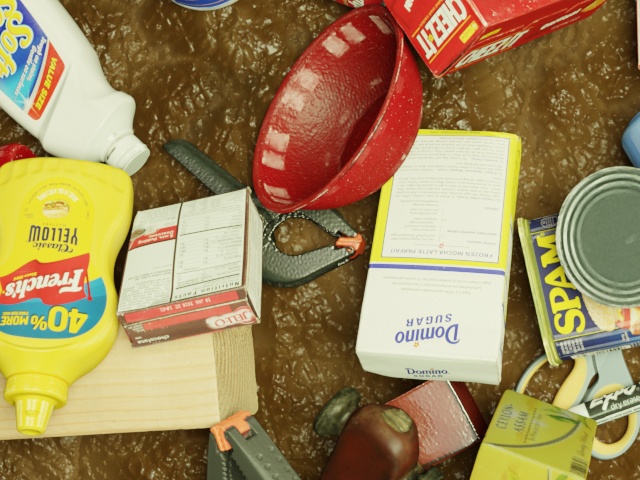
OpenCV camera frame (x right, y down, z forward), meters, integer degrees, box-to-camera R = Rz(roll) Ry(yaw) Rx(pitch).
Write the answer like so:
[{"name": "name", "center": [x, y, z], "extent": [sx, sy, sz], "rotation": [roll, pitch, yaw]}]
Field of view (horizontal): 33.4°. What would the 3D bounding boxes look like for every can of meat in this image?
[{"name": "can of meat", "center": [0.185, 0.026, 0.715], "extent": [0.084, 0.057, 0.102], "rotation": [-14, 76, 16]}]

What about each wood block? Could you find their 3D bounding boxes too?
[{"name": "wood block", "center": [-0.160, 0.096, 0.794], "extent": [0.206, 0.090, 0.090], "rotation": [-6, 86, 13]}]

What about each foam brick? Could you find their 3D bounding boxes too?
[{"name": "foam brick", "center": [0.080, 0.123, 0.740], "extent": [0.053, 0.078, 0.051], "rotation": [-30, 81, 9]}]

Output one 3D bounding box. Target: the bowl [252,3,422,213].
[{"name": "bowl", "center": [0.021, -0.082, 0.749], "extent": [0.055, 0.162, 0.162], "rotation": [28, 96, -29]}]

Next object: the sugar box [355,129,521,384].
[{"name": "sugar box", "center": [0.083, 0.007, 0.725], "extent": [0.093, 0.048, 0.176], "rotation": [3, 63, 15]}]

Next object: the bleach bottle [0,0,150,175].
[{"name": "bleach bottle", "center": [-0.225, -0.150, 0.836], "extent": [0.251, 0.068, 0.102], "rotation": [44, 98, 9]}]

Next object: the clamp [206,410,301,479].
[{"name": "clamp", "center": [-0.036, 0.222, 0.738], "extent": [0.165, 0.036, 0.210], "rotation": [-21, 93, 45]}]

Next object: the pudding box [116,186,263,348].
[{"name": "pudding box", "center": [-0.087, 0.017, 0.731], "extent": [0.090, 0.039, 0.113], "rotation": [-11, 40, 8]}]

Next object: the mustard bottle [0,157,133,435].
[{"name": "mustard bottle", "center": [-0.184, 0.038, 0.727], "extent": [0.096, 0.058, 0.191], "rotation": [4, 63, -6]}]

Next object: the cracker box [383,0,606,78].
[{"name": "cracker box", "center": [0.090, -0.230, 0.716], "extent": [0.163, 0.072, 0.214], "rotation": [-26, 79, -32]}]

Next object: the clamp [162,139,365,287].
[{"name": "clamp", "center": [-0.055, 0.001, 0.799], "extent": [0.171, 0.039, 0.120], "rotation": [17, 93, 14]}]
